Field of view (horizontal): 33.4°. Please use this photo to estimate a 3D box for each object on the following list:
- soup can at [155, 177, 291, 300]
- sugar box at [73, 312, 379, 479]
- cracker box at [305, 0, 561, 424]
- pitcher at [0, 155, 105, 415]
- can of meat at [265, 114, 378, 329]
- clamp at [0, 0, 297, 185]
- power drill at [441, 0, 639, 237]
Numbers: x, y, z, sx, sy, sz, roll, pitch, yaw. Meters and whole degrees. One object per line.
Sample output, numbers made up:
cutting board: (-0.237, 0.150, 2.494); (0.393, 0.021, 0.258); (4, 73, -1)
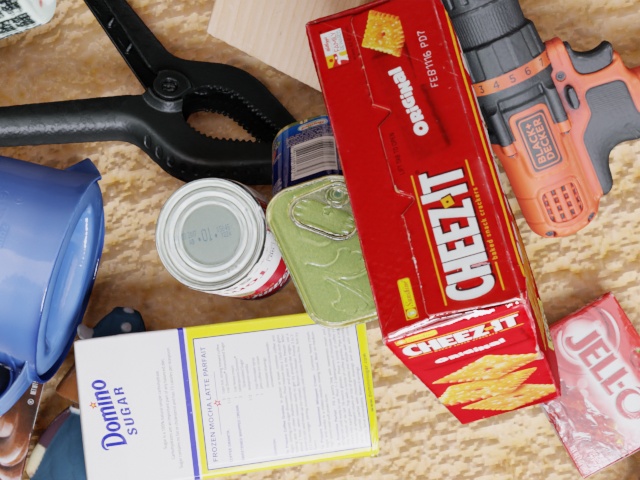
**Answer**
soup can: (-0.054, 0.001, 0.655); (0.068, 0.102, 0.068); (-1, 84, 10)
sugar box: (-0.056, 0.096, 0.651); (0.176, 0.048, 0.093); (-6, 82, -7)
cracker box: (0.067, -0.005, 0.561); (0.072, 0.213, 0.164); (-17, 67, 9)
pitcher: (-0.263, 0.003, 0.651); (0.243, 0.149, 0.145); (15, 107, 0)
can of meat: (0.007, -0.014, 0.634); (0.057, 0.084, 0.102); (-17, 123, 9)
clamp: (-0.101, -0.097, 0.690); (0.210, 0.036, 0.164); (17, 54, -1)
power drill: (0.176, -0.113, 0.621); (0.188, 0.057, 0.184); (-23, 107, 8)
